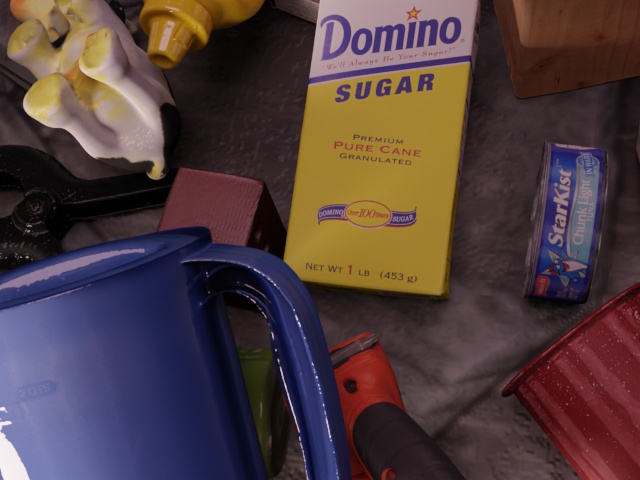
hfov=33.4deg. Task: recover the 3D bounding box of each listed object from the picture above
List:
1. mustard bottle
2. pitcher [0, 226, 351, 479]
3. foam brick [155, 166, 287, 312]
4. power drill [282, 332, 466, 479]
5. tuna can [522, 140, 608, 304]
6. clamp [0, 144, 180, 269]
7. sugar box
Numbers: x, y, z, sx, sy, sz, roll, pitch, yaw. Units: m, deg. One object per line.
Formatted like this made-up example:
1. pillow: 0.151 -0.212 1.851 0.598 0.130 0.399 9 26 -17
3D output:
1. mustard bottle: -0.065 -0.184 0.632 0.058 0.096 0.191 -5 59 37
2. pitcher: -0.071 0.119 0.472 0.144 0.149 0.243 -20 99 -26
3. foam brick: -0.054 0.001 0.600 0.051 0.078 0.053 11 70 13
4. power drill: 0.062 0.143 0.491 0.057 0.184 0.188 -31 43 -14
5. tuna can: 0.131 -0.009 0.573 0.034 0.086 0.086 8 69 9
6. clamp: -0.164 -0.003 0.637 0.171 0.039 0.120 10 61 11
7. sugar box: 0.036 -0.058 0.609 0.093 0.048 0.176 5 84 11
